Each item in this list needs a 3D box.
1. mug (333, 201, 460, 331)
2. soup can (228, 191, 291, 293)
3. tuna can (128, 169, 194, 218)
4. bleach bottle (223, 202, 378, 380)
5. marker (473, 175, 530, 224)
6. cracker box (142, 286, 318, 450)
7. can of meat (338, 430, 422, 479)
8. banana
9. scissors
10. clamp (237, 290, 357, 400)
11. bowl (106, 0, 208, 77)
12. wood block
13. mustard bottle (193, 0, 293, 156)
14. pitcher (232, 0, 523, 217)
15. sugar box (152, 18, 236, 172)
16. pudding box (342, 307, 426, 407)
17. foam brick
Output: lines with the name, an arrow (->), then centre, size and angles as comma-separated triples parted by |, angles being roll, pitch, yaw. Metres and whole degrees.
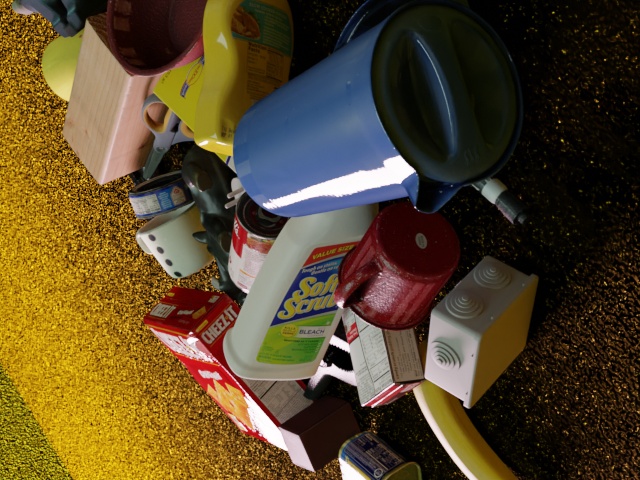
mug -> 0.061, 0.024, 0.923 | 0.093, 0.117, 0.082 | 57, 148, 19
soup can -> -0.057, 0.001, 1.088 | 0.068, 0.068, 0.102 | 49, 149, 24
tuna can -> -0.192, -0.058, 1.314 | 0.086, 0.086, 0.034 | 8, 120, 58
bleach bottle -> -0.013, 0.025, 1.026 | 0.068, 0.102, 0.251 | -114, 36, -47
marker -> 0.122, -0.055, 0.846 | 0.121, 0.020, 0.020 | 47, 149, 27
cracker box -> -0.107, 0.159, 1.324 | 0.213, 0.072, 0.164 | 51, 158, -20
can of meat -> 0.069, 0.276, 1.205 | 0.084, 0.057, 0.102 | 31, 140, 49
banana -> 0.133, 0.175, 1.020 | 0.198, 0.037, 0.070 | 62, 155, 0
scissors -> -0.166, -0.113, 1.247 | 0.202, 0.096, 0.016 | 102, 176, -66
clamp -> 0.009, 0.126, 1.178 | 0.210, 0.036, 0.164 | 6, 133, 49
bowl -> -0.137, -0.232, 1.042 | 0.162, 0.055, 0.162 | -9, 77, 39
wood block -> -0.227, -0.169, 1.240 | 0.090, 0.090, 0.206 | 52, 145, 15
mustard bottle -> -0.065, -0.173, 0.959 | 0.058, 0.096, 0.191 | -1, 84, 41
pitcher -> 0.032, -0.098, 0.831 | 0.145, 0.149, 0.243 | 56, 150, -12
sugar box -> -0.084, -0.134, 1.053 | 0.176, 0.048, 0.093 | 44, 107, 33
pudding box -> 0.059, 0.096, 1.034 | 0.090, 0.039, 0.113 | 131, 129, -61
foam brick -> 0.000, 0.226, 1.254 | 0.051, 0.078, 0.053 | 4, 119, 57
